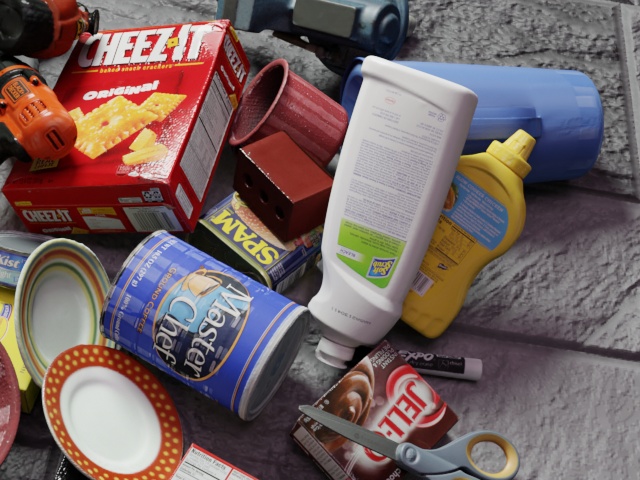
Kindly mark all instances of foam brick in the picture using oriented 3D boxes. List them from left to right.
[{"bbox_3d":[-0.031,-0.047,0.931,0.051,0.053,0.078,-28,60,-32],"label":"foam brick"}]

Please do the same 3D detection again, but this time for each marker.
[{"bbox_3d":[0.079,0.105,0.923,0.121,0.020,0.020,8,52,-4],"label":"marker"}]

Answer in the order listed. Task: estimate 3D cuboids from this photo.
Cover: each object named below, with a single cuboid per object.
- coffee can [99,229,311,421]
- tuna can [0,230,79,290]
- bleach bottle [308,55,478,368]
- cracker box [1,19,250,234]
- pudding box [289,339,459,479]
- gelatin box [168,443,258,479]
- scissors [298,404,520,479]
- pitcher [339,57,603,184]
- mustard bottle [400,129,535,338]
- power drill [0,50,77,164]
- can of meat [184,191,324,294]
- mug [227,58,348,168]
[{"bbox_3d":[-0.093,0.068,0.870,0.140,0.103,0.102,28,54,12],"label":"coffee can"},{"bbox_3d":[-0.244,0.018,0.897,0.086,0.034,0.086,12,8,-2],"label":"tuna can"},{"bbox_3d":[0.044,-0.018,0.887,0.103,0.068,0.251,22,96,15],"label":"bleach bottle"},{"bbox_3d":[-0.172,-0.106,0.976,0.164,0.072,0.213,0,51,19],"label":"cracker box"},{"bbox_3d":[0.044,0.149,0.863,0.090,0.039,0.113,46,60,9],"label":"pudding box"},{"bbox_3d":[-0.088,0.210,0.810,0.073,0.030,0.089,25,53,11],"label":"gelatin box"},{"bbox_3d":[0.082,0.158,0.839,0.201,0.016,0.096,40,58,-7],"label":"scissors"},{"bbox_3d":[0.147,-0.108,1.022,0.242,0.145,0.149,-3,51,-15],"label":"pitcher"},{"bbox_3d":[0.121,-0.015,0.930,0.096,0.058,0.192,39,97,12],"label":"mustard bottle"},{"bbox_3d":[-0.315,-0.084,0.932,0.187,0.057,0.185,-39,40,-8],"label":"power drill"},{"bbox_3d":[-0.056,0.001,0.957,0.102,0.057,0.083,39,54,18],"label":"can of meat"},{"bbox_3d":[-0.036,-0.103,1.004,0.081,0.117,0.093,31,43,-25],"label":"mug"}]
